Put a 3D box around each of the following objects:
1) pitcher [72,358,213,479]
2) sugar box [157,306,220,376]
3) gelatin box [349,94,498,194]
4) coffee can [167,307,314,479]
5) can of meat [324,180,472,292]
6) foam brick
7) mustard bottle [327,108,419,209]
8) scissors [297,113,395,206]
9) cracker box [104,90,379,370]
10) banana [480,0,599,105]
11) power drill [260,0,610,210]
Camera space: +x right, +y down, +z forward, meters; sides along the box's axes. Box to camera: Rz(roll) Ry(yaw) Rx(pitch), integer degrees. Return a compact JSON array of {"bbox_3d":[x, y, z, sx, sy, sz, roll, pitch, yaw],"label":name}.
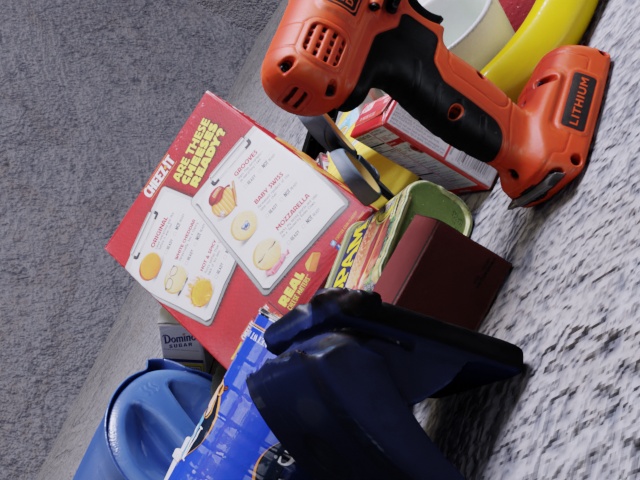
[{"bbox_3d":[-0.155,0.233,0.924,0.243,0.145,0.149,-55,0,42],"label":"pitcher"},{"bbox_3d":[-0.114,0.115,0.983,0.093,0.048,0.176,-82,-10,-55],"label":"sugar box"},{"bbox_3d":[0.072,-0.066,0.727,0.030,0.089,0.073,-61,11,-8],"label":"gelatin box"},{"bbox_3d":[-0.026,0.126,0.651,0.140,0.102,0.103,-61,12,-4],"label":"coffee can"},{"bbox_3d":[0.049,0.019,0.706,0.084,0.057,0.102,-40,23,55],"label":"can of meat"},{"bbox_3d":[0.065,0.032,0.621,0.078,0.053,0.051,-60,12,-1],"label":"foam brick"},{"bbox_3d":[0.048,-0.090,0.952,0.096,0.058,0.191,-42,18,20],"label":"mustard bottle"},{"bbox_3d":[0.038,-0.038,0.768,0.016,0.201,0.096,-35,52,9],"label":"scissors"},{"bbox_3d":[-0.056,0.001,0.858,0.214,0.072,0.164,38,96,38],"label":"cracker box"},{"bbox_3d":[0.146,-0.158,0.690,0.037,0.069,0.198,132,156,-80],"label":"banana"},{"bbox_3d":[0.072,-0.116,0.610,0.057,0.187,0.184,-43,22,60],"label":"power drill"}]
